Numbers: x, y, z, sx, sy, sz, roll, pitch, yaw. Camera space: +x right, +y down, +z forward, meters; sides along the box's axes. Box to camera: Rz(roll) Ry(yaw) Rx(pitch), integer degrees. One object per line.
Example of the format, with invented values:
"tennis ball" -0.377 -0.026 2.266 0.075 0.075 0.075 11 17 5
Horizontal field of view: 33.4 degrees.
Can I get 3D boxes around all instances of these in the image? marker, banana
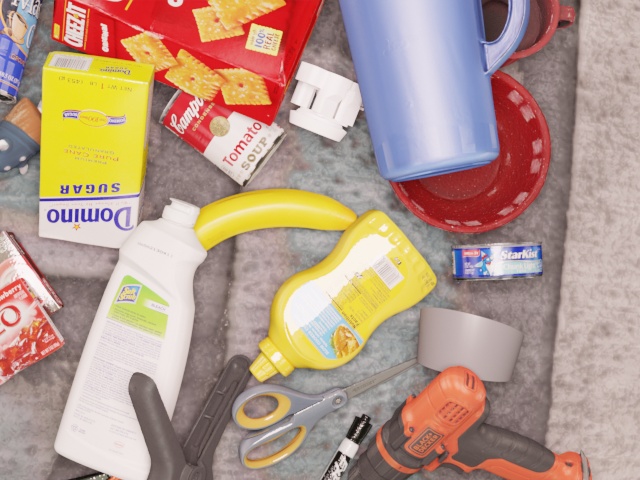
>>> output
"marker" 0.014 0.220 1.021 0.020 0.020 0.121 31 86 -2
"banana" -0.066 -0.014 1.020 0.197 0.037 0.069 -20 111 -3

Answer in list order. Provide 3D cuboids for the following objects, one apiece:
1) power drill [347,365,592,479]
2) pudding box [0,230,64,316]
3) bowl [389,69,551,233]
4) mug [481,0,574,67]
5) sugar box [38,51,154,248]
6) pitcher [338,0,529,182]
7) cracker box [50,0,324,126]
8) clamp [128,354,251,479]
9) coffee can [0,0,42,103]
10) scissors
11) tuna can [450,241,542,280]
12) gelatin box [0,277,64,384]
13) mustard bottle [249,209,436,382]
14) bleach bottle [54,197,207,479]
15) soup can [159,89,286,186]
"power drill" 0.139 0.214 0.987 0.187 0.057 0.185 29 126 -14
"pudding box" -0.311 0.058 0.995 0.113 0.039 0.090 -36 92 -4
"bowl" 0.135 -0.086 1.026 0.162 0.055 0.162 0 87 -4
"mug" 0.184 -0.212 1.022 0.117 0.081 0.093 -4 88 -4
"sugar box" -0.203 -0.078 0.960 0.093 0.048 0.176 8 121 -4
"pitcher" 0.094 -0.180 0.934 0.144 0.149 0.243 -11 90 -23
"cracker box" -0.112 -0.219 0.973 0.213 0.072 0.164 22 56 -3
"clamp" -0.120 0.204 0.971 0.036 0.164 0.210 12 103 31
"coffee can" -0.311 -0.207 0.975 0.102 0.103 0.140 14 87 -4
"scissors" 0.000 0.141 1.008 0.201 0.016 0.096 -36 123 -4
"tuna can" 0.167 0.019 1.009 0.086 0.086 0.034 -2 89 -5
"gelatin box" -0.288 0.087 0.962 0.089 0.030 0.073 -32 96 -7
"mustard bottle" 0.011 0.065 1.008 0.191 0.058 0.096 -41 103 -5
"bleach bottle" -0.157 0.086 0.975 0.102 0.068 0.251 20 93 3
"soup can" -0.091 -0.106 1.004 0.102 0.068 0.068 38 85 -3
